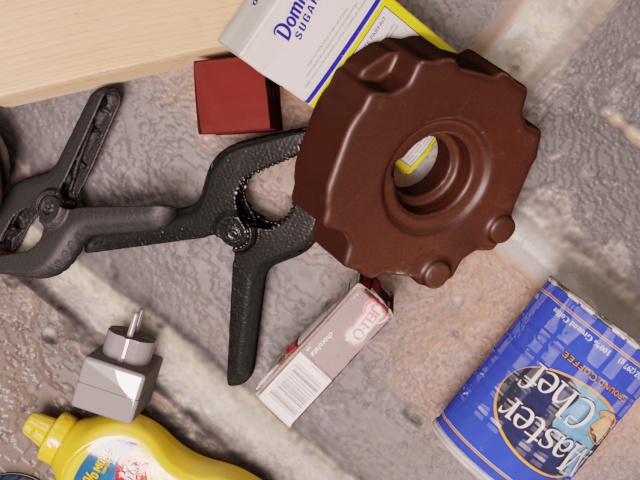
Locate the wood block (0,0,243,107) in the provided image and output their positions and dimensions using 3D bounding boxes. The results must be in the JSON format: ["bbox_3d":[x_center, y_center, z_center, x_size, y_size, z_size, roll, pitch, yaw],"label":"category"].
[{"bbox_3d":[-0.147,-0.163,0.767,0.206,0.090,0.091,-12,95,4],"label":"wood block"}]

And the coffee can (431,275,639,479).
[{"bbox_3d":[0.162,0.111,0.767,0.103,0.103,0.140,37,97,-1],"label":"coffee can"}]

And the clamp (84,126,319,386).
[{"bbox_3d":[-0.055,0.001,0.788,0.210,0.036,0.164,-39,95,21],"label":"clamp"}]

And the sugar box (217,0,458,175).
[{"bbox_3d":[0.024,-0.126,0.736,0.176,0.048,0.093,32,97,-35],"label":"sugar box"}]

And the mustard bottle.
[{"bbox_3d":[-0.141,0.185,0.816,0.191,0.058,0.096,29,108,1],"label":"mustard bottle"}]

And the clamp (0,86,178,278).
[{"bbox_3d":[-0.191,-0.034,0.798,0.172,0.039,0.120,-25,68,19],"label":"clamp"}]

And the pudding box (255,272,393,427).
[{"bbox_3d":[0.006,0.075,0.781,0.039,0.090,0.113,44,97,0],"label":"pudding box"}]

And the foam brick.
[{"bbox_3d":[-0.059,-0.104,0.773,0.051,0.078,0.053,-4,95,5],"label":"foam brick"}]
